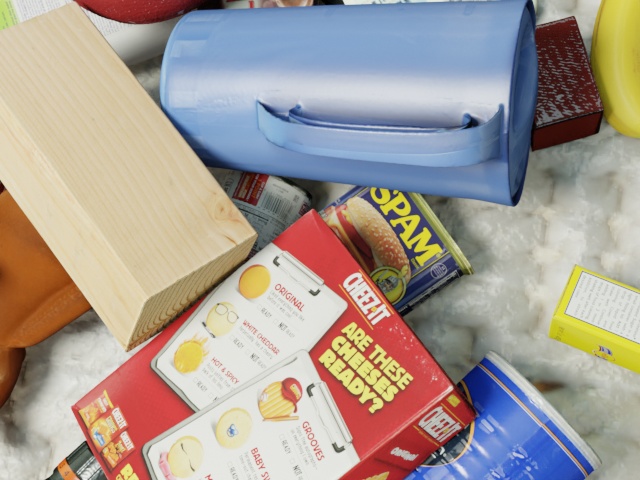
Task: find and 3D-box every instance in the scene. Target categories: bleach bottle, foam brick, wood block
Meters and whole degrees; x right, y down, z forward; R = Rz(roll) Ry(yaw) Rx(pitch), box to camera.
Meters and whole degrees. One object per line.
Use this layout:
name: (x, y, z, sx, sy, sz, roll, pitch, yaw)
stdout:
bleach bottle: (-0.224, -0.164, 0.829, 0.250, 0.068, 0.102, -20, 79, -8)
foam brick: (0.170, -0.114, 0.778, 0.051, 0.053, 0.078, -14, 74, 7)
wood block: (-0.146, -0.044, 0.709, 0.090, 0.090, 0.206, -32, 76, -31)

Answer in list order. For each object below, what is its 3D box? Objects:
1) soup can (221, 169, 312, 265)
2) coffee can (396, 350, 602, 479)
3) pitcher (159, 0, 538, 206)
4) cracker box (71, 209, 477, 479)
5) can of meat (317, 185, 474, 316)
soup can: (-0.055, 0.001, 0.787, 0.068, 0.068, 0.102, 21, 81, 15)
coffee can: (0.098, 0.157, 0.703, 0.140, 0.102, 0.103, -43, 73, -1)
pitcher: (0.018, -0.093, 0.705, 0.243, 0.149, 0.145, 5, 70, 16)
cracker box: (-0.034, 0.111, 0.688, 0.214, 0.072, 0.164, -39, 57, 3)
can of meat: (0.047, 0.004, 0.773, 0.084, 0.057, 0.102, -35, 73, 4)
